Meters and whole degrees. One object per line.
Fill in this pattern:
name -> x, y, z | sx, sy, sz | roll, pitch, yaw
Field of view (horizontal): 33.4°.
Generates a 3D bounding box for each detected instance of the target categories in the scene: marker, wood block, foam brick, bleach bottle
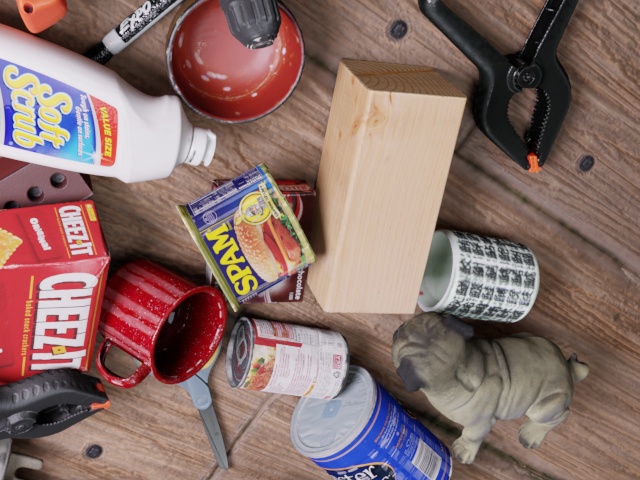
marker -> -0.146, -0.176, 0.859 | 0.121, 0.020, 0.020 | -38, 121, 5
wood block -> 0.051, -0.046, 0.946 | 0.090, 0.090, 0.206 | 2, 115, -18
foam brick -> -0.235, -0.047, 0.880 | 0.078, 0.051, 0.053 | -31, 121, 1
bleach bottle -> -0.199, -0.106, 0.806 | 0.250, 0.068, 0.103 | 13, 112, -21

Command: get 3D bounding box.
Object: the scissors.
scissors -> -0.135, 0.148, 1.034 | 0.096, 0.016, 0.202 | -3, 117, -13

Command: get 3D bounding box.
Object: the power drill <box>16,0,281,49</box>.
power drill -> -0.133, -0.212, 0.784 | 0.187, 0.057, 0.184 | -16, 85, -8

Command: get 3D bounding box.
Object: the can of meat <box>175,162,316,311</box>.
can of meat -> -0.062, -0.004, 0.909 | 0.084, 0.057, 0.102 | -29, 118, -5

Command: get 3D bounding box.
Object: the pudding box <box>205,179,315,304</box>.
pudding box -> -0.056, 0.001, 0.967 | 0.090, 0.039, 0.113 | -1, 116, -17

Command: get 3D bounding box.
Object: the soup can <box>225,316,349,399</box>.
soup can -> -0.031, 0.113, 1.016 | 0.102, 0.068, 0.068 | 11, 113, -22

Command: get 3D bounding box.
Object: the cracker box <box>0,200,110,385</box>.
cracker box -> -0.287, 0.055, 0.856 | 0.213, 0.072, 0.164 | -7, 143, -25

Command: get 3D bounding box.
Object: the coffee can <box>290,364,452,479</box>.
coffee can -> 0.052, 0.205, 1.069 | 0.103, 0.103, 0.140 | -41, 121, 6

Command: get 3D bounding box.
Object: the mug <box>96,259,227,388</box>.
mug -> -0.149, 0.076, 0.931 | 0.117, 0.082, 0.093 | -54, 147, -17

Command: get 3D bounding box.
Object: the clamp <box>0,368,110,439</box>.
clamp -> -0.260, 0.138, 0.891 | 0.171, 0.039, 0.120 | -16, 152, -27

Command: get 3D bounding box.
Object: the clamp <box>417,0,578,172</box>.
clamp -> 0.186, -0.160, 0.957 | 0.164, 0.036, 0.210 | -24, 123, -3
